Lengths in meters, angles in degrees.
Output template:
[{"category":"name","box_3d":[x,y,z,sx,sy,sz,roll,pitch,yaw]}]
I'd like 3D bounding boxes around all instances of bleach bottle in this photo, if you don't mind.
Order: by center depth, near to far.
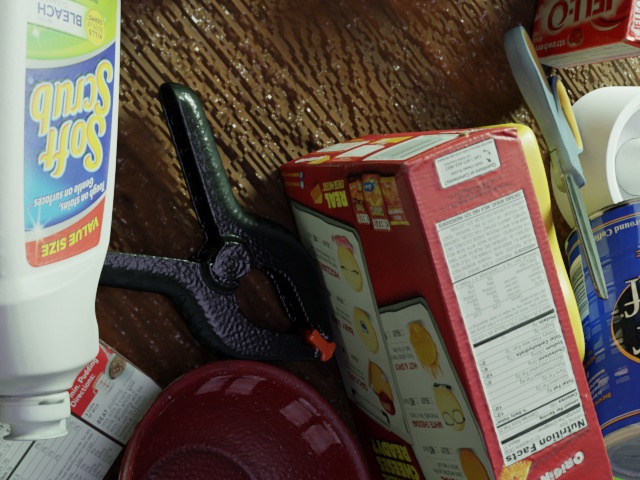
[{"category":"bleach bottle","box_3d":[-0.130,-0.038,0.486,0.102,0.068,0.251,2,84,-66]}]

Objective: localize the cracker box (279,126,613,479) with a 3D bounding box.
[{"category":"cracker box","box_3d":[0.064,0.050,0.559,0.072,0.164,0.214,-21,100,-20]}]

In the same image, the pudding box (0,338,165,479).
[{"category":"pudding box","box_3d":[-0.146,0.079,0.528,0.113,0.039,0.090,38,75,-20]}]

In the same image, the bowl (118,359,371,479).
[{"category":"bowl","box_3d":[-0.046,0.146,0.551,0.161,0.055,0.162,18,61,-35]}]

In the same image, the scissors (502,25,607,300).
[{"category":"scissors","box_3d":[0.129,-0.056,0.593,0.016,0.201,0.096,-26,113,21]}]

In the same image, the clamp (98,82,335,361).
[{"category":"clamp","box_3d":[-0.054,0.001,0.571,0.171,0.039,0.120,34,83,-26]}]
